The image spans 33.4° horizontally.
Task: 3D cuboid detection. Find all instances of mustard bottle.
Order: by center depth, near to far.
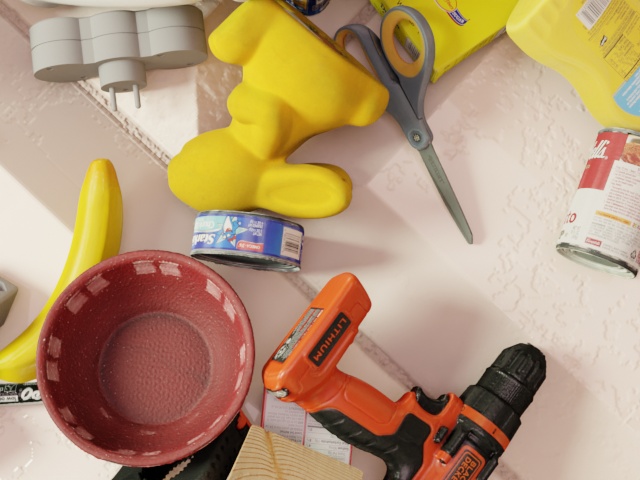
[{"bbox_3d":[0.241,-0.139,0.838,0.191,0.058,0.096,40,79,-16],"label":"mustard bottle"}]

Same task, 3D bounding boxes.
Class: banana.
[{"bbox_3d":[-0.196,0.034,0.825,0.037,0.069,0.197,19,75,37],"label":"banana"}]

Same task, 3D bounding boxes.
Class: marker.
[{"bbox_3d":[-0.214,0.120,0.835,0.121,0.020,0.020,-3,84,-2],"label":"marker"}]

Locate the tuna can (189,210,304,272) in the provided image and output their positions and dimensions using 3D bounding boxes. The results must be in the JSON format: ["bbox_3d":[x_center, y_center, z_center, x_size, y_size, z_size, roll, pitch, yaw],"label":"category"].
[{"bbox_3d":[-0.055,0.001,0.818,0.086,0.086,0.034,7,82,-1],"label":"tuna can"}]

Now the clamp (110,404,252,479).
[{"bbox_3d":[-0.132,0.199,0.780,0.210,0.165,0.036,-36,120,-13],"label":"clamp"}]

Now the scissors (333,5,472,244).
[{"bbox_3d":[0.086,-0.099,0.842,0.202,0.096,0.016,52,41,6],"label":"scissors"}]

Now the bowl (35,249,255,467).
[{"bbox_3d":[-0.128,0.091,0.804,0.162,0.055,0.162,0,73,0],"label":"bowl"}]

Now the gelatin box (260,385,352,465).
[{"bbox_3d":[-0.012,0.158,0.831,0.073,0.030,0.089,5,83,-2],"label":"gelatin box"}]

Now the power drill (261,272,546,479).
[{"bbox_3d":[0.065,0.110,0.803,0.187,0.057,0.184,41,75,-11],"label":"power drill"}]

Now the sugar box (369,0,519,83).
[{"bbox_3d":[0.136,-0.216,0.865,0.176,0.048,0.093,-35,87,-3],"label":"sugar box"}]
